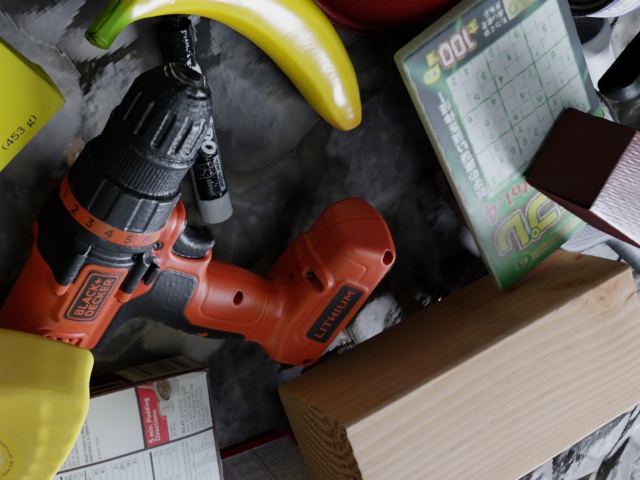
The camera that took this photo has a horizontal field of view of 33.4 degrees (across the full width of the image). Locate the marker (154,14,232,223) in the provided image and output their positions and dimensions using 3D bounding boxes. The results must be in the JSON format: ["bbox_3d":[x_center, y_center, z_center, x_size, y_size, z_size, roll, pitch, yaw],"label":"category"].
[{"bbox_3d":[-0.066,-0.063,0.560,0.020,0.020,0.121,-26,129,-22],"label":"marker"}]

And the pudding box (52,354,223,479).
[{"bbox_3d":[-0.113,0.122,0.603,0.113,0.039,0.090,-11,100,-29],"label":"pudding box"}]

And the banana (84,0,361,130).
[{"bbox_3d":[-0.037,-0.108,0.536,0.197,0.037,0.070,11,100,-50],"label":"banana"}]

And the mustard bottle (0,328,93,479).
[{"bbox_3d":[-0.208,0.064,0.481,0.191,0.058,0.096,18,136,-23],"label":"mustard bottle"}]

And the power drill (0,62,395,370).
[{"bbox_3d":[-0.054,0.001,0.555,0.187,0.057,0.185,12,128,-38],"label":"power drill"}]

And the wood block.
[{"bbox_3d":[0.092,0.090,0.647,0.205,0.090,0.091,-26,108,-21],"label":"wood block"}]
